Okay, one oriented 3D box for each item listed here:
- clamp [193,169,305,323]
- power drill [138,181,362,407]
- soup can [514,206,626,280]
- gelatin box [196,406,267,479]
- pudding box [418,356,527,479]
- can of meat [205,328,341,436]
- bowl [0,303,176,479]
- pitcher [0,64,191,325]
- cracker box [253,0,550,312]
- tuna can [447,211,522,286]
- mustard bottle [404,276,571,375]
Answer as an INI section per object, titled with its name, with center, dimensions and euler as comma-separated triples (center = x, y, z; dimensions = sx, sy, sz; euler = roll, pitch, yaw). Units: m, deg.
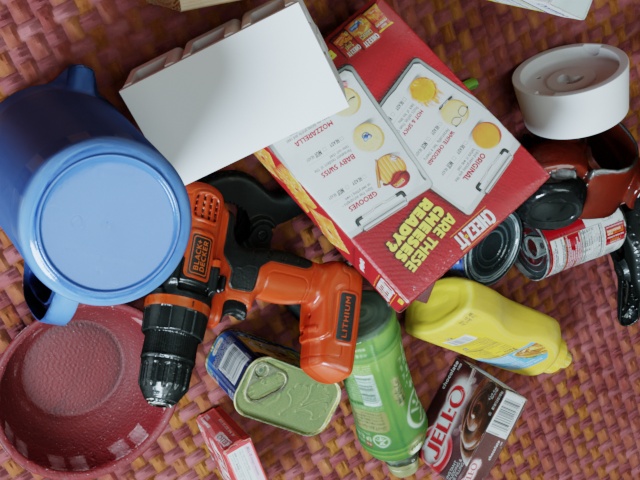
[clamp]
center = -0.056, 0.001, 0.948
dimensions = 0.209, 0.036, 0.164
euler = 5, 102, -29
[power drill]
center = -0.056, 0.061, 0.876
dimensions = 0.187, 0.057, 0.184
euler = 21, 68, -32
[soup can]
center = 0.251, -0.007, 1.084
dimensions = 0.102, 0.069, 0.068
euler = -19, 114, -21
[gelatin box]
center = -0.077, 0.206, 0.984
dimensions = 0.030, 0.073, 0.089
euler = -28, 117, -17
[pudding box]
center = 0.148, 0.187, 1.084
dimensions = 0.039, 0.090, 0.113
euler = 29, 92, -33
[can of meat]
center = -0.045, 0.126, 0.968
dimensions = 0.102, 0.084, 0.057
euler = 24, 95, -31
[bowl]
center = -0.202, 0.118, 0.902
dimensions = 0.161, 0.055, 0.162
euler = -9, 110, -24
[pitcher]
center = -0.173, -0.025, 0.759
dimensions = 0.145, 0.243, 0.149
euler = -33, 112, -11
[cracker box]
center = 0.056, -0.072, 0.901
dimensions = 0.164, 0.072, 0.214
euler = -41, 83, -10
[tuna can]
center = 0.159, 0.001, 1.049
dimensions = 0.085, 0.034, 0.086
euler = -18, 120, -35
[mustard bottle]
center = 0.183, 0.094, 1.069
dimensions = 0.191, 0.096, 0.058
euler = 23, 58, -32
